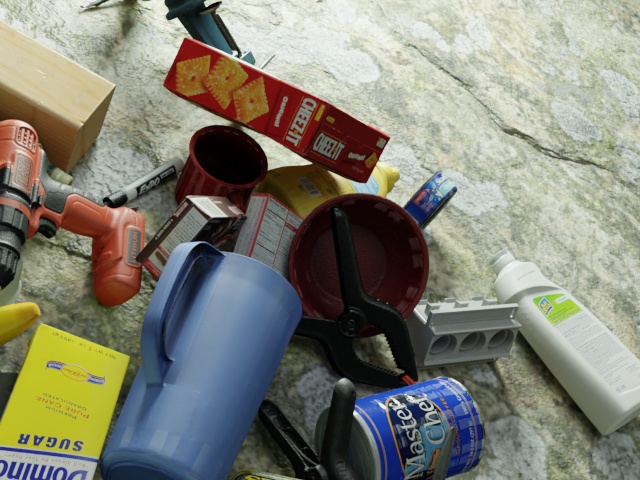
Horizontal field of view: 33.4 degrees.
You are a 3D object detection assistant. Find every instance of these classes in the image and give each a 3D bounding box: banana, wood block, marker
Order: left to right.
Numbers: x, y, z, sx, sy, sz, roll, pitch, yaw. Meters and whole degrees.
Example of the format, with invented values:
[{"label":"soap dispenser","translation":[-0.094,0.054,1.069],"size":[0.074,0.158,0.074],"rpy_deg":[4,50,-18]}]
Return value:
[{"label":"banana","translation":[-0.331,0.123,0.942],"size":[0.070,0.037,0.197],"rpy_deg":[26,62,16]},{"label":"wood block","translation":[-0.343,-0.168,1.169],"size":[0.206,0.091,0.090],"rpy_deg":[30,46,-3]},{"label":"marker","translation":[-0.200,-0.063,1.206],"size":[0.020,0.020,0.120],"rpy_deg":[43,46,11]}]

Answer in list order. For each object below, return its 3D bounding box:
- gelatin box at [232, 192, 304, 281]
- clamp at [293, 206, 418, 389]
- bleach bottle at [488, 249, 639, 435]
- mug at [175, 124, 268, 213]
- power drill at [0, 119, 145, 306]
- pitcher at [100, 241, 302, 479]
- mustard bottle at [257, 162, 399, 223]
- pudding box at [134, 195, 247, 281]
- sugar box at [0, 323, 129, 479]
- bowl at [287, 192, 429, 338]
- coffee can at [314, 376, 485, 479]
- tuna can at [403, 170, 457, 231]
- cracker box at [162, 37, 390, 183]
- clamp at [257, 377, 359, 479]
[{"label":"gelatin box","translation":[-0.058,0.001,1.173],"size":[0.073,0.030,0.089],"rpy_deg":[34,65,-48]},{"label":"clamp","translation":[0.033,0.078,1.152],"size":[0.210,0.036,0.164],"rpy_deg":[38,85,-7]},{"label":"bleach bottle","translation":[0.299,0.110,1.295],"size":[0.102,0.068,0.251],"rpy_deg":[-19,62,-38]},{"label":"mug","translation":[-0.112,-0.061,1.206],"size":[0.093,0.082,0.117],"rpy_deg":[-4,55,-31]},{"label":"power drill","translation":[-0.255,-0.005,1.041],"size":[0.187,0.057,0.184],"rpy_deg":[37,42,-44]},{"label":"pitcher","translation":[-0.118,0.129,1.006],"size":[0.149,0.145,0.242],"rpy_deg":[28,48,-7]},{"label":"mustard bottle","translation":[0.023,-0.061,1.294],"size":[0.191,0.058,0.096],"rpy_deg":[-18,58,-37]},{"label":"pudding box","translation":[-0.132,-0.003,1.109],"size":[0.039,0.090,0.113],"rpy_deg":[44,11,12]},{"label":"sugar box","translation":[-0.237,0.167,0.946],"size":[0.093,0.048,0.176],"rpy_deg":[22,44,-14]},{"label":"bowl","translation":[0.038,0.027,1.199],"size":[0.162,0.055,0.162],"rpy_deg":[-1,93,-12]},{"label":"coffee can","translation":[0.080,0.201,1.073],"size":[0.140,0.103,0.103],"rpy_deg":[-9,58,-33]},{"label":"tuna can","translation":[0.130,-0.043,1.317],"size":[0.034,0.086,0.086],"rpy_deg":[42,46,8]},{"label":"cracker box","translation":[-0.050,-0.147,1.228],"size":[0.214,0.072,0.164],"rpy_deg":[29,6,28]},{"label":"clamp","translation":[0.008,0.215,1.013],"size":[0.039,0.120,0.171],"rpy_deg":[-11,73,-45]}]
